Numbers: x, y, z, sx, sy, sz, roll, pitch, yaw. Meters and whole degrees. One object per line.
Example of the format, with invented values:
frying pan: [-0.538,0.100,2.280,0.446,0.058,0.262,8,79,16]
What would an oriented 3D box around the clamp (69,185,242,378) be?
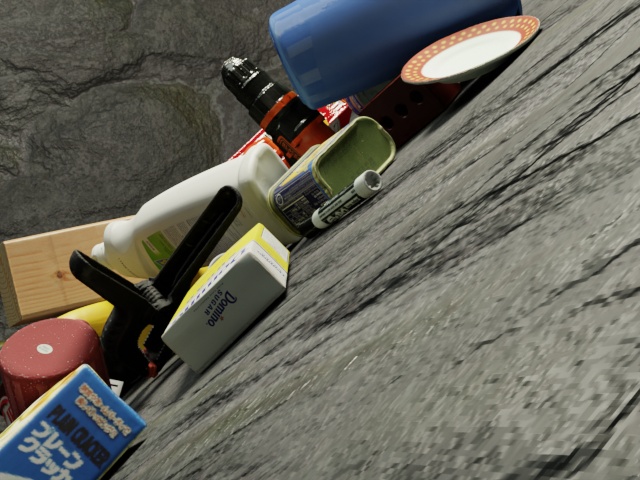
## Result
clamp: [-0.140,0.046,0.941,0.164,0.036,0.210,-29,-31,-27]

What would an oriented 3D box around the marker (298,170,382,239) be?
marker: [0.014,-0.028,0.902,0.020,0.020,0.121,-47,6,-34]

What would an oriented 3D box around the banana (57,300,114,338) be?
banana: [-0.231,0.085,1.134,0.069,0.037,0.197,-20,-1,6]

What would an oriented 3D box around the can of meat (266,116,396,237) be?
can of meat: [0.011,-0.060,0.976,0.102,0.057,0.084,-47,9,-35]

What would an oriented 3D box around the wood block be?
wood block: [-0.263,0.030,1.241,0.205,0.091,0.090,-12,-5,-27]

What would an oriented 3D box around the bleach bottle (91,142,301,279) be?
bleach bottle: [-0.138,-0.016,1.083,0.251,0.102,0.068,-16,37,31]

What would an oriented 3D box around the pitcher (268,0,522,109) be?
pitcher: [0.072,-0.237,1.082,0.243,0.145,0.149,-24,16,8]

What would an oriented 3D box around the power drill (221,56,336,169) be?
power drill: [-0.046,-0.109,1.199,0.057,0.184,0.188,-44,-4,-16]

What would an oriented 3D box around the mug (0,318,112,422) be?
mug: [-0.211,0.111,0.879,0.093,0.081,0.117,4,34,13]

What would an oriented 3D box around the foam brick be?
foam brick: [0.087,-0.135,1.026,0.078,0.053,0.051,-40,6,40]

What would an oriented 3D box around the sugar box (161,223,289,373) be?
sugar box: [-0.071,0.040,0.844,0.093,0.048,0.176,-45,4,4]
